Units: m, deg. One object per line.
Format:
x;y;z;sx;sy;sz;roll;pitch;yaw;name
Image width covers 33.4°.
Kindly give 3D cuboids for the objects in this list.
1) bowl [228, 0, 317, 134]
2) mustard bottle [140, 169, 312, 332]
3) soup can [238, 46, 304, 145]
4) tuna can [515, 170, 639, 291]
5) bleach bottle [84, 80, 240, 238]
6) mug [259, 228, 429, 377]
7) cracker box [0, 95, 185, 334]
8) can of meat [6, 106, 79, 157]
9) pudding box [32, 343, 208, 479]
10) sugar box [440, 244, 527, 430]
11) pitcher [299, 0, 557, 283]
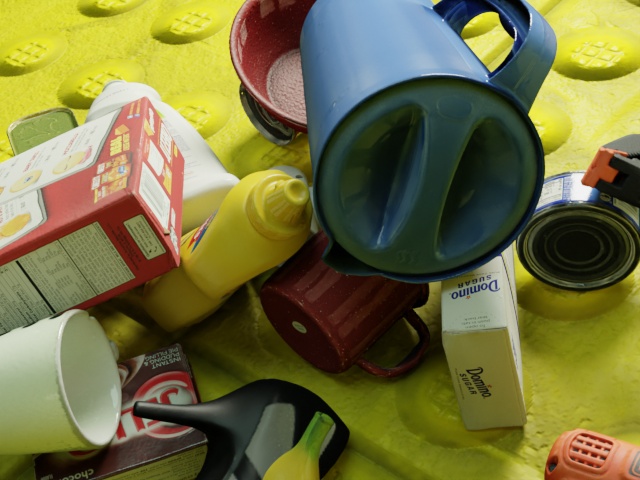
0.003;-0.140;0.874;0.162;0.055;0.162;4;61;-8;bowl
-0.055;0.001;0.719;0.096;0.058;0.192;-45;6;-31;mustard bottle
-0.012;-0.139;0.943;0.102;0.068;0.069;-39;47;-26;soup can
0.176;-0.005;0.728;0.086;0.086;0.033;1;44;16;tuna can
-0.141;-0.074;0.912;0.102;0.068;0.251;-22;39;-9;bleach bottle
0.021;0.044;0.724;0.117;0.093;0.081;45;66;5;mug
-0.202;-0.002;0.747;0.214;0.072;0.164;-25;29;8;cracker box
-0.213;-0.048;0.881;0.057;0.084;0.102;-21;39;-13;can of meat
-0.131;0.125;0.699;0.113;0.039;0.090;-19;42;-6;pudding box
0.105;0.027;0.705;0.048;0.093;0.176;-7;40;15;sugar box
0.057;-0.096;0.694;0.149;0.145;0.243;-8;32;-2;pitcher
